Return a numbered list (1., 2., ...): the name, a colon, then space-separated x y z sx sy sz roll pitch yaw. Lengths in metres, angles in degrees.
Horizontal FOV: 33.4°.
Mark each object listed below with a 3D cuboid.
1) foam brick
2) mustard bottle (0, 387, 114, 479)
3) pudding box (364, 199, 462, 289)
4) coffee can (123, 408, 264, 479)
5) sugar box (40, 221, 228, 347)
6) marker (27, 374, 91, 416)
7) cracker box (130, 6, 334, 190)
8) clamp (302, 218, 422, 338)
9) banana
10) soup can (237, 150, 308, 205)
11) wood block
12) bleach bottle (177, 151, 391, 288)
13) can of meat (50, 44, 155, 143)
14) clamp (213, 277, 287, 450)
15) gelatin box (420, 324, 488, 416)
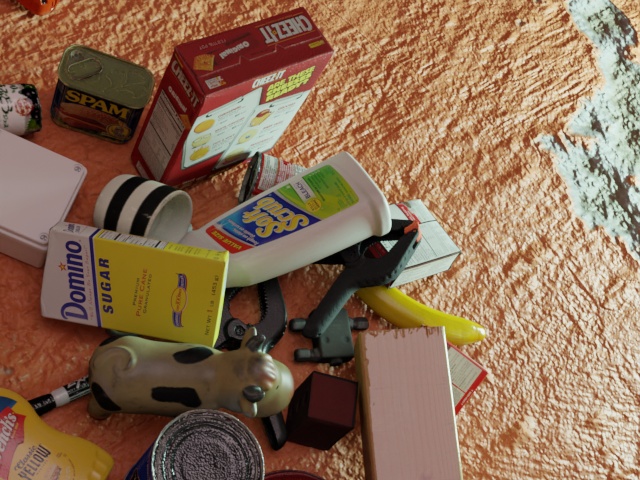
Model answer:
1. foam brick: 0.000 0.175 1.096 0.051 0.078 0.053 15 57 -14
2. mustard bottle: -0.292 0.190 0.977 0.191 0.058 0.096 34 61 -2
3. pudding box: 0.096 0.002 1.229 0.113 0.039 0.090 -15 60 -41
4. coffee can: -0.121 0.224 0.980 0.102 0.140 0.103 10 61 -18
5. sugar box: -0.183 0.043 1.054 0.176 0.048 0.093 9 104 -2
6. marker: -0.234 0.144 1.049 0.120 0.020 0.020 -23 74 -30
7. cracker box: -0.101 -0.145 1.140 0.163 0.214 0.072 -25 76 -31
8. clamp: 0.034 0.033 1.155 0.171 0.039 0.120 -20 67 6
9. banana: 0.099 0.071 1.216 0.198 0.037 0.069 36 58 -1
10. soup can: -0.034 -0.054 1.208 0.102 0.069 0.068 18 58 -14
11. wood block: 0.089 0.200 1.084 0.091 0.090 0.206 -3 71 -3
12. bleach bottle: -0.057 0.001 1.119 0.250 0.068 0.103 -28 54 -12
13. can of meat: -0.241 -0.157 1.167 0.102 0.084 0.057 18 59 -13
14. clamp: -0.099 0.103 1.117 0.164 0.036 0.210 16 60 -12
15. gelatin box: 0.127 0.147 1.175 0.089 0.030 0.073 37 85 0
